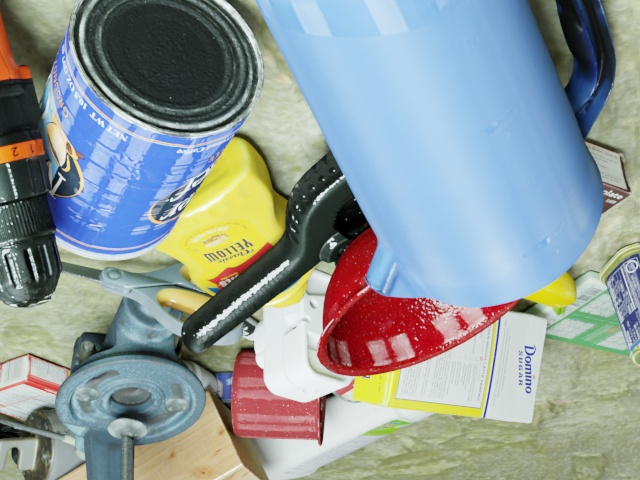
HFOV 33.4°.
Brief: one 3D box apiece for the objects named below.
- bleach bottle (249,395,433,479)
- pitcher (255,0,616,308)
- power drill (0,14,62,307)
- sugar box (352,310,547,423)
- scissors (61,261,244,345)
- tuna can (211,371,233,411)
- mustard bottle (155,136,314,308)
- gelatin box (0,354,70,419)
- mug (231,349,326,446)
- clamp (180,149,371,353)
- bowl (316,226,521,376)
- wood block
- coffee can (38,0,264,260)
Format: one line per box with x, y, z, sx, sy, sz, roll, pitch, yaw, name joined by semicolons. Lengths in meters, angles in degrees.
0.048;0.174;1.077;0.251;0.068;0.102;-28;161;31;bleach bottle
0.062;-0.088;0.536;0.145;0.149;0.242;-5;145;23;pitcher
-0.229;-0.044;0.568;0.188;0.184;0.057;-10;-174;23;power drill
0.108;0.094;0.863;0.175;0.093;0.048;15;173;-42;sugar box
-0.143;0.024;0.823;0.202;0.096;0.016;24;126;13;scissors
-0.090;0.163;1.079;0.086;0.034;0.086;-1;151;-1;tuna can
-0.055;0.001;0.759;0.096;0.058;0.191;-22;148;12;mustard bottle
-0.287;0.142;1.033;0.089;0.030;0.073;-19;148;28;gelatin box
-0.037;0.141;1.003;0.081;0.093;0.117;1;-172;4;mug
-0.002;0.000;0.712;0.164;0.036;0.210;-13;143;-34;clamp
0.063;0.025;0.707;0.162;0.055;0.162;-19;151;-11;bowl
-0.163;0.242;1.010;0.206;0.090;0.090;-31;145;0;wood block
-0.104;-0.065;0.589;0.102;0.103;0.141;11;149;-22;coffee can
